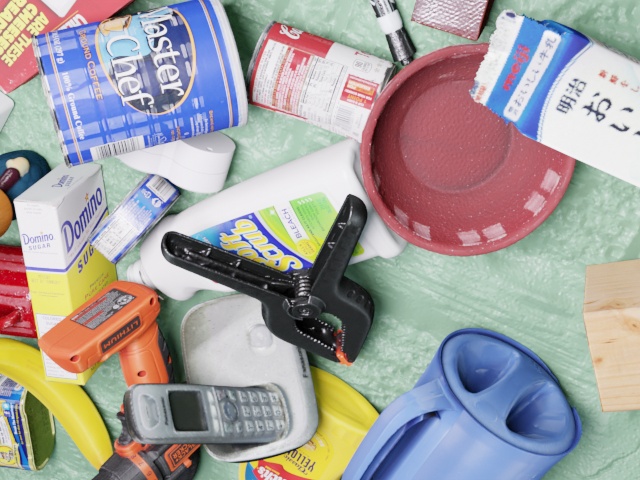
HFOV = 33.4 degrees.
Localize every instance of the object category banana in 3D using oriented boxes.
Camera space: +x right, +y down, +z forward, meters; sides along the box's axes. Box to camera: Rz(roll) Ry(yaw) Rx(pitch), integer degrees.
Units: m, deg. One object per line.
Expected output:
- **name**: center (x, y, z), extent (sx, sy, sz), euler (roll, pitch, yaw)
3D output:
- **banana**: center (-0.262, 0.148, 1.019), extent (0.037, 0.069, 0.197), euler (-20, 130, 30)

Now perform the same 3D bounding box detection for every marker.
- **marker**: center (0.043, -0.189, 0.806), extent (0.020, 0.020, 0.121), euler (-18, 109, 23)

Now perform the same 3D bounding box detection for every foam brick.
- **foam brick**: center (0.103, -0.192, 0.768), extent (0.053, 0.051, 0.078), euler (19, 118, 8)

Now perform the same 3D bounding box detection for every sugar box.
- **sugar box**: center (-0.218, 0.029, 0.945), extent (0.048, 0.093, 0.176), euler (6, 117, 13)

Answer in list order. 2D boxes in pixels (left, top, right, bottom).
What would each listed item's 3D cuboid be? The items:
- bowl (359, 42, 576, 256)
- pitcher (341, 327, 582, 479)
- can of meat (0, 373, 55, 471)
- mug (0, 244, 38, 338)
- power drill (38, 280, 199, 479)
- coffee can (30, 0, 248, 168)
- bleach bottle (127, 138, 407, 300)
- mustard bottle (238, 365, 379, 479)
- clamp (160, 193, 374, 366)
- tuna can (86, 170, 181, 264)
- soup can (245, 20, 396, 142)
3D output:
- **bowl**: center (0.108, -0.072, 0.807), extent (0.162, 0.055, 0.162), euler (-1, 109, -3)
- **pitcher**: center (0.094, 0.200, 0.911), extent (0.149, 0.144, 0.243), euler (32, 122, 1)
- **can of meat**: center (-0.317, 0.179, 1.067), extent (0.084, 0.057, 0.102), euler (4, 115, 13)
- **mug**: center (-0.284, 0.050, 0.964), extent (0.081, 0.117, 0.093), euler (6, 112, 8)
- **power drill**: center (-0.174, 0.144, 0.929), extent (0.057, 0.184, 0.187), euler (15, 134, 39)
- **coffee can**: center (-0.135, -0.120, 0.806), extent (0.140, 0.103, 0.103), euler (-15, 113, -10)
- **bleach bottle**: center (-0.056, 0.001, 0.902), extent (0.251, 0.068, 0.102), euler (-21, 115, 28)
- **mustard bottle**: center (-0.024, 0.212, 0.994), extent (0.096, 0.058, 0.192), euler (34, 120, 9)
- **clamp**: center (-0.005, 0.037, 0.853), extent (0.165, 0.036, 0.209), euler (-15, 140, 24)
- **tuna can**: center (-0.158, -0.020, 0.908), extent (0.033, 0.086, 0.086), euler (43, 119, -8)
- **soup can**: center (0.000, -0.121, 0.823), extent (0.102, 0.068, 0.069), euler (20, 119, 6)
